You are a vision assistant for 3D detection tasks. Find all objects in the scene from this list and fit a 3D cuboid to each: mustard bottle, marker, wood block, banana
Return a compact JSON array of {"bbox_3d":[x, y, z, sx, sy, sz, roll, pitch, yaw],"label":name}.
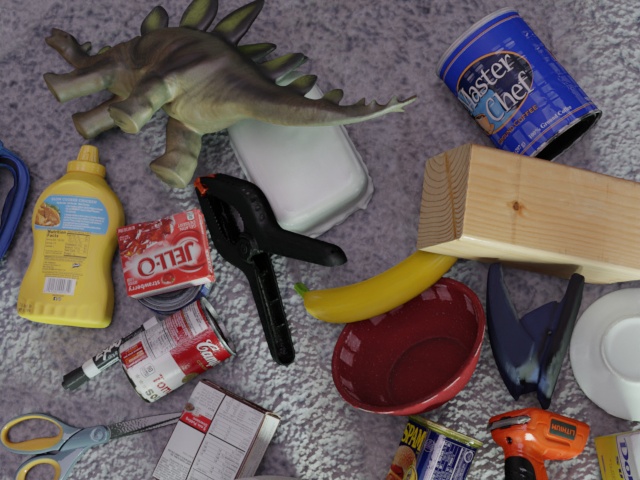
[{"bbox_3d":[-0.257,-0.007,1.126,0.096,0.058,0.191,4,79,9],"label":"mustard bottle"},{"bbox_3d":[-0.218,0.119,1.115,0.121,0.020,0.020,-33,76,0],"label":"marker"},{"bbox_3d":[0.206,-0.022,1.006,0.205,0.090,0.091,11,79,-20],"label":"wood block"},{"bbox_3d":[0.060,0.039,1.052,0.198,0.037,0.069,-20,59,19],"label":"banana"}]

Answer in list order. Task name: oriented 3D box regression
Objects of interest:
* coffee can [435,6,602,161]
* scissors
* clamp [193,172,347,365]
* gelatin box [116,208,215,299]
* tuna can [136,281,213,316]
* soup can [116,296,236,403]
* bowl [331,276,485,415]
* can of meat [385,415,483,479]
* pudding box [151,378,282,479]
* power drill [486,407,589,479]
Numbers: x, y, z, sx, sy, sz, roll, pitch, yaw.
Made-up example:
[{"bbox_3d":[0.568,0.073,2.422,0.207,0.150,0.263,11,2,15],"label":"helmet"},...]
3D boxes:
[{"bbox_3d":[0.198,-0.148,1.072,0.103,0.103,0.140,-36,76,-1],"label":"coffee can"},{"bbox_3d":[-0.235,0.219,1.098,0.202,0.016,0.096,2,80,8],"label":"scissors"},{"bbox_3d":[-0.057,0.001,1.072,0.036,0.165,0.210,-15,62,-40],"label":"clamp"},{"bbox_3d":[-0.157,0.014,1.086,0.089,0.030,0.073,-13,77,5],"label":"gelatin box"},{"bbox_3d":[-0.157,0.035,1.116,0.086,0.033,0.086,-2,78,7],"label":"tuna can"},{"bbox_3d":[-0.146,0.111,1.082,0.102,0.068,0.068,-30,76,1],"label":"soup can"},{"bbox_3d":[0.093,0.113,1.033,0.162,0.055,0.162,-22,39,19],"label":"bowl"},{"bbox_3d":[0.103,0.215,1.009,0.057,0.102,0.084,23,84,-9],"label":"can of meat"},{"bbox_3d":[-0.104,0.206,1.061,0.090,0.039,0.113,22,84,27],"label":"pudding box"},{"bbox_3d":[0.217,0.256,0.976,0.057,0.184,0.187,-24,55,40],"label":"power drill"}]
